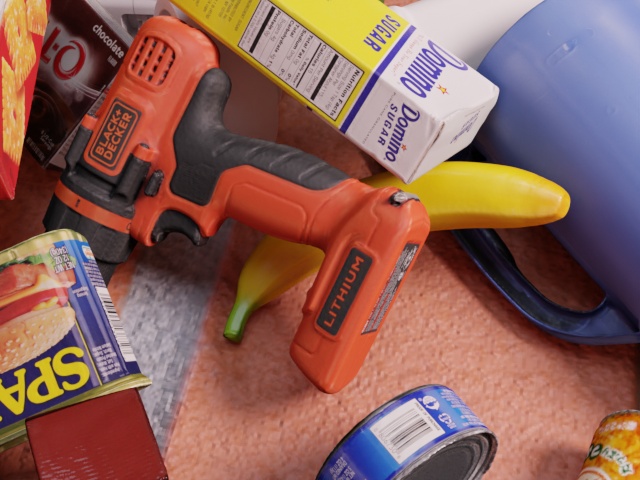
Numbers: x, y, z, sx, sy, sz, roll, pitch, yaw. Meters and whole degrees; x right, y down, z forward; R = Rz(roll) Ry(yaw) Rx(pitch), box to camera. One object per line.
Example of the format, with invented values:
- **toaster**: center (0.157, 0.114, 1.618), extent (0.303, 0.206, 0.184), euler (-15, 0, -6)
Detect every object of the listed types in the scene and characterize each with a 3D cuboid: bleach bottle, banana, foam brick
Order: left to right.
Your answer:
- **foam brick**: center (-0.098, 0.114, 0.488), extent (0.053, 0.078, 0.051), euler (-17, 52, -14)
- **banana**: center (0.033, -0.005, 0.581), extent (0.198, 0.037, 0.069), euler (-23, 62, 14)
- **bleach bottle**: center (0.154, -0.149, 0.659), extent (0.250, 0.102, 0.068), euler (-22, 92, -3)

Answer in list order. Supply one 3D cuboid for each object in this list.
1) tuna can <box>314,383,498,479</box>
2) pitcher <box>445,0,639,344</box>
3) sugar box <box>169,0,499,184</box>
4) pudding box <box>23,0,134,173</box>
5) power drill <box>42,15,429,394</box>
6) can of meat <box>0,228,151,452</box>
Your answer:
- **tuna can**: center (0.038, 0.107, 0.491), extent (0.086, 0.086, 0.034), euler (-29, 56, -22)
- **pitcher**: center (0.183, -0.011, 0.572), extent (0.144, 0.149, 0.243), euler (-13, 54, -30)
- **sugar box**: center (0.004, -0.107, 0.562), extent (0.176, 0.048, 0.093), euler (36, 30, 12)
- **pudding box**: center (-0.161, -0.106, 0.661), extent (0.114, 0.039, 0.090), euler (45, 102, 28)
- **power drill**: center (-0.054, 0.001, 0.548), extent (0.188, 0.057, 0.184), euler (29, 100, 14)
- **can of meat**: center (-0.146, 0.052, 0.518), extent (0.102, 0.057, 0.084), euler (-24, 83, 2)
